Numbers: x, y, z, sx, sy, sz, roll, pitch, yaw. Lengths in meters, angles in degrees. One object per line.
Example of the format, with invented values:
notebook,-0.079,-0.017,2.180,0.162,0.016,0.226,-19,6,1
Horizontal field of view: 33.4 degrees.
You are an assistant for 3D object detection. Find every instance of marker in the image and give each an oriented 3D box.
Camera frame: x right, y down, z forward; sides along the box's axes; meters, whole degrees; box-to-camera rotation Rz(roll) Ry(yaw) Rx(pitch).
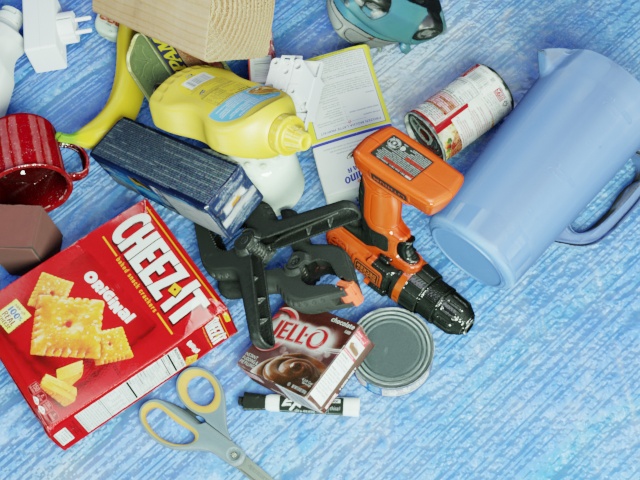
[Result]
marker,-0.022,0.162,1.059,0.121,0.020,0.020,2,65,6

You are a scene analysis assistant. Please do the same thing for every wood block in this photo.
wood block,-0.153,-0.268,1.168,0.206,0.090,0.090,28,29,37

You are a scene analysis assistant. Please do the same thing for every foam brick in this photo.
foam brick,-0.313,0.001,1.129,0.053,0.078,0.051,3,66,6

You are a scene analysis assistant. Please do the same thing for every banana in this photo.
banana,-0.231,-0.171,1.214,0.037,0.069,0.197,-10,47,37

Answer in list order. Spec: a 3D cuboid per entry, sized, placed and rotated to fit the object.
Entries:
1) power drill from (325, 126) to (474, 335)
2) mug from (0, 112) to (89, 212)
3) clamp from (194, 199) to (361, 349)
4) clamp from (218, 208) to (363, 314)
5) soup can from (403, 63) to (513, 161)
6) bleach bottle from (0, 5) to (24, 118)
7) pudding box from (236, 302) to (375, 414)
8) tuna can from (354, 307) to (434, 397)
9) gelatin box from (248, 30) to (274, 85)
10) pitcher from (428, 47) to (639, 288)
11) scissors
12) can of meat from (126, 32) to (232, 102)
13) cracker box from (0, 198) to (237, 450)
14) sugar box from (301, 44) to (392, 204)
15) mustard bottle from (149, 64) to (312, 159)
power drill,0.085,-0.006,1.039,0.185,0.188,0.057,36,57,22
mug,-0.312,-0.086,1.170,0.117,0.093,0.081,-7,58,-20
clamp,-0.057,0.001,1.073,0.164,0.036,0.210,-51,39,-3
clamp,-0.029,0.037,1.080,0.120,0.039,0.172,-49,38,-7
soup can,0.151,-0.138,1.161,0.102,0.068,0.068,-36,67,-13
bleach bottle,-0.398,-0.164,1.225,0.103,0.068,0.250,14,64,12
pudding box,-0.015,0.111,1.047,0.114,0.039,0.090,19,64,45
tuna can,0.071,0.112,1.067,0.086,0.034,0.086,-2,64,4
gelatin box,-0.064,-0.193,1.203,0.030,0.073,0.089,-5,63,1
pitcher,0.231,-0.063,1.095,0.149,0.145,0.242,33,75,31
scissors,-0.082,0.192,1.052,0.202,0.016,0.096,21,68,14
can of meat,-0.156,-0.189,1.201,0.083,0.058,0.102,-15,59,-39
cracker box,-0.219,0.081,1.085,0.213,0.072,0.164,-34,66,-11
sugar box,0.031,-0.126,1.178,0.093,0.048,0.176,-15,67,3
mustard bottle,-0.081,-0.126,1.084,0.192,0.058,0.096,24,45,39
